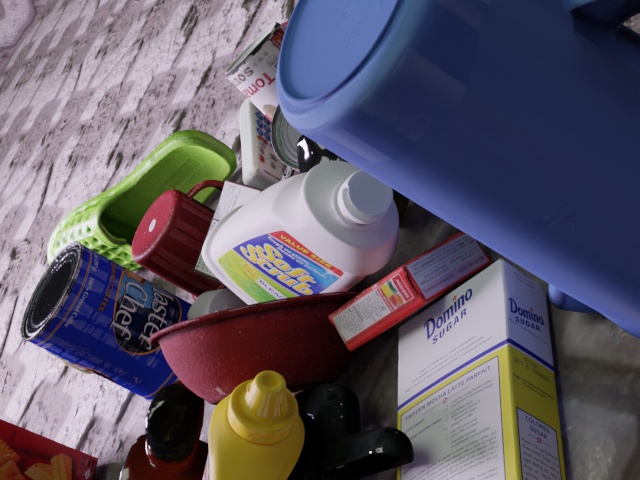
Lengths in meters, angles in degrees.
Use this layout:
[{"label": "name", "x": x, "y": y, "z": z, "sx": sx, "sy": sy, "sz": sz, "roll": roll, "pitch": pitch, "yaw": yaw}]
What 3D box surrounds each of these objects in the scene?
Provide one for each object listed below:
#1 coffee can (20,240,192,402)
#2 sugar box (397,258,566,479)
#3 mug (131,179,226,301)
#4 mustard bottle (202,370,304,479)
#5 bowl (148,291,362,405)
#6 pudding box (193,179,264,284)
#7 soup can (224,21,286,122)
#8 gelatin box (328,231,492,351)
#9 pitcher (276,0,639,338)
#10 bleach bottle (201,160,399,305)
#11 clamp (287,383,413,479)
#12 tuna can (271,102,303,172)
[{"label": "coffee can", "x": -0.193, "y": 0.078, "z": 1.000, "sx": 0.103, "sy": 0.140, "sz": 0.103, "roll": -41, "pitch": 31, "yaw": 31}, {"label": "sugar box", "x": 0.086, "y": 0.104, "z": 0.591, "sx": 0.093, "sy": 0.048, "sz": 0.176, "roll": -39, "pitch": 29, "yaw": 36}, {"label": "mug", "x": -0.123, "y": -0.007, "z": 1.035, "sx": 0.117, "sy": 0.081, "sz": 0.093, "roll": -54, "pitch": 26, "yaw": 10}, {"label": "mustard bottle", "x": -0.048, "y": 0.151, "z": 0.671, "sx": 0.096, "sy": 0.058, "sz": 0.192, "roll": -76, "pitch": 2, "yaw": -50}, {"label": "bowl", "x": -0.037, "y": 0.080, "z": 0.752, "sx": 0.162, "sy": 0.161, "sz": 0.055, "roll": -24, "pitch": 73, "yaw": 50}, {"label": "pudding box", "x": -0.056, "y": 0.001, "z": 0.924, "sx": 0.114, "sy": 0.039, "sz": 0.090, "roll": 19, "pitch": 90, "yaw": 54}, {"label": "soup can", "x": -0.026, "y": -0.134, "z": 0.945, "sx": 0.068, "sy": 0.102, "sz": 0.068, "roll": -42, "pitch": 15, "yaw": 14}, {"label": "gelatin box", "x": 0.058, "y": 0.030, "z": 0.684, "sx": 0.073, "sy": 0.030, "sz": 0.089, "roll": -37, "pitch": -7, "yaw": 40}, {"label": "pitcher", "x": 0.110, "y": -0.058, "z": 0.495, "sx": 0.145, "sy": 0.242, "sz": 0.149, "roll": 15, "pitch": 82, "yaw": 60}, {"label": "bleach bottle", "x": -0.011, "y": -0.006, "z": 0.742, "sx": 0.068, "sy": 0.102, "sz": 0.251, "roll": -49, "pitch": 3, "yaw": -20}, {"label": "clamp", "x": 0.008, "y": 0.141, "z": 0.661, "sx": 0.210, "sy": 0.036, "sz": 0.165, "roll": -100, "pitch": 30, "yaw": -64}, {"label": "tuna can", "x": 0.003, "y": -0.093, "z": 0.880, "sx": 0.086, "sy": 0.033, "sz": 0.086, "roll": -11, "pitch": 68, "yaw": 30}]
